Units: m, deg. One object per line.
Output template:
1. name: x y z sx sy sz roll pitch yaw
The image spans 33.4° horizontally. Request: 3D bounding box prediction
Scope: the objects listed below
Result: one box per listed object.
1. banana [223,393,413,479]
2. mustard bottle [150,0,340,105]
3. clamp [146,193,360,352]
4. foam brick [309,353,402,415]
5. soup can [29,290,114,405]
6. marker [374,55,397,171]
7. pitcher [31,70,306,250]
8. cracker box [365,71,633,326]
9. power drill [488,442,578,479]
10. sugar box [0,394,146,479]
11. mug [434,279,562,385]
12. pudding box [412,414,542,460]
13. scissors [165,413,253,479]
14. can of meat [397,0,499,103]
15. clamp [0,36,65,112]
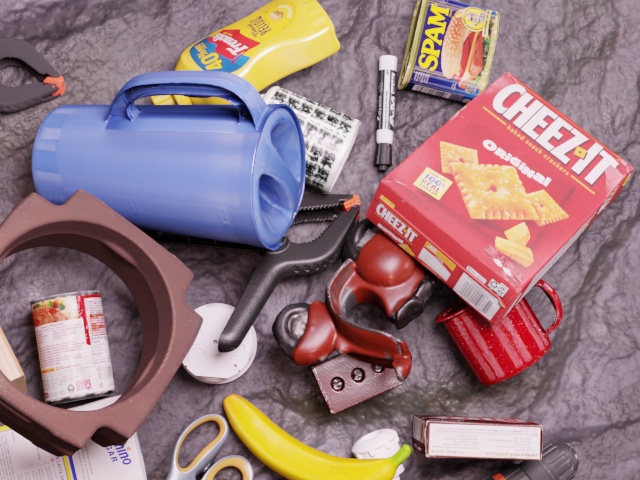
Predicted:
1. banana: -0.009 0.206 1.035 0.198 0.037 0.069 13 87 18
2. mustard bottle: -0.083 -0.181 1.073 0.191 0.058 0.096 -29 46 -5
3. clamp: -0.057 0.001 1.059 0.209 0.036 0.165 -32 62 -21
4. foam brick: 0.035 0.133 1.055 0.078 0.051 0.053 -24 85 -6
5. soup can: -0.240 0.104 1.035 0.068 0.068 0.102 -10 84 -5
6. marker: 0.068 -0.131 1.107 0.020 0.020 0.121 3 83 -3
7. pitcher: -0.145 -0.076 0.998 0.243 0.144 0.149 6 89 18
8. cracker box: 0.174 -0.047 1.024 0.164 0.072 0.213 41 58 13
9. power drill: 0.215 0.315 1.042 0.184 0.057 0.188 -35 83 -3
10. sugar box: -0.263 0.214 1.032 0.176 0.048 0.093 -13 85 -8
11. mug: 0.182 0.083 1.047 0.117 0.093 0.081 -32 90 19
12. pudding box: 0.150 0.190 1.035 0.113 0.090 0.039 1 83 -3
13. scissors: -0.137 0.259 1.017 0.096 0.016 0.201 38 63 -10
14. can of meat: 0.133 -0.197 1.101 0.084 0.057 0.102 14 82 -4
15. clamp: -0.349 -0.165 1.077 0.171 0.039 0.120 20 84 -1
